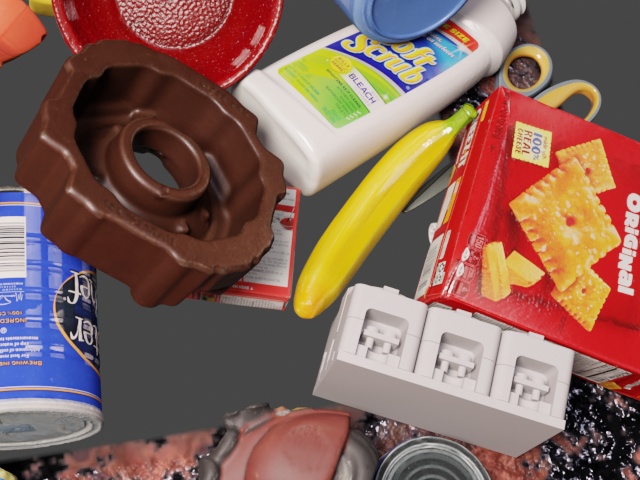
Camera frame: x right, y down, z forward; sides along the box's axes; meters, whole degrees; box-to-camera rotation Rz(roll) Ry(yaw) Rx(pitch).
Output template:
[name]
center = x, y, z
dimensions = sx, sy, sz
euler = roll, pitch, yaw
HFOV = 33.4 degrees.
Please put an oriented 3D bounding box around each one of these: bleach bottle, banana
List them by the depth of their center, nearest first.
[banana]
center = 0.036, -0.021, 0.759
dimensions = 0.037, 0.070, 0.197
euler = 38, 74, 1
[bleach bottle]
center = 0.058, -0.137, 0.817
dimensions = 0.250, 0.068, 0.103
euler = -35, 73, -25

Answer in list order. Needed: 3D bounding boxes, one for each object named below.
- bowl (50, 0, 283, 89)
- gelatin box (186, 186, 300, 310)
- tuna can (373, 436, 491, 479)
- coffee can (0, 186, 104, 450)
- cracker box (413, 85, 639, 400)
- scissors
[bowl]
center = -0.106, -0.180, 0.755
dimensions = 0.162, 0.055, 0.162
euler = 0, 101, -2
[gelatin box]
center = -0.055, 0.001, 0.754
dimensions = 0.073, 0.030, 0.089
euler = 7, 65, -6
[tuna can]
center = 0.071, 0.173, 0.702
dimensions = 0.086, 0.034, 0.086
euler = 4, 67, -9
[coffee can]
center = -0.190, 0.051, 0.667
dimensions = 0.102, 0.103, 0.140
euler = -2, 68, -12
[cracker box]
center = 0.191, 0.008, 0.757
dimensions = 0.213, 0.072, 0.164
euler = 21, 73, -7
[scissors]
center = 0.129, -0.095, 0.837
dimensions = 0.201, 0.016, 0.096
euler = -22, 71, -18
